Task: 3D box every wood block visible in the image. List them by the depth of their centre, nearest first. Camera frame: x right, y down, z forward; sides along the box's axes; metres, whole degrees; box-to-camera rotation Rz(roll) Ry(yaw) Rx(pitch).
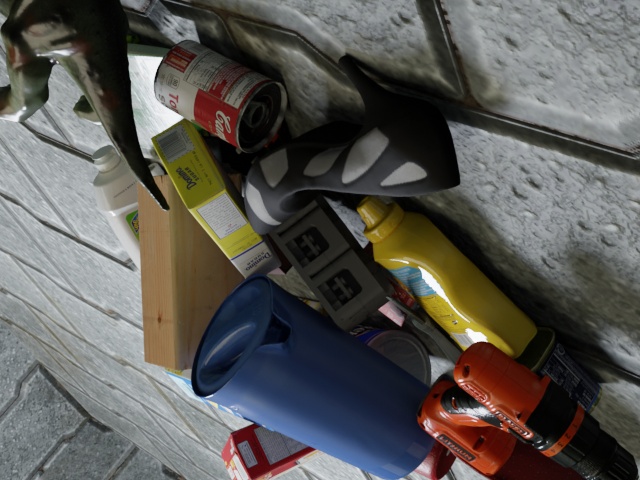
[{"bbox_3d":[-0.141,0.031,1.171,0.091,0.090,0.206,2,94,58],"label":"wood block"}]

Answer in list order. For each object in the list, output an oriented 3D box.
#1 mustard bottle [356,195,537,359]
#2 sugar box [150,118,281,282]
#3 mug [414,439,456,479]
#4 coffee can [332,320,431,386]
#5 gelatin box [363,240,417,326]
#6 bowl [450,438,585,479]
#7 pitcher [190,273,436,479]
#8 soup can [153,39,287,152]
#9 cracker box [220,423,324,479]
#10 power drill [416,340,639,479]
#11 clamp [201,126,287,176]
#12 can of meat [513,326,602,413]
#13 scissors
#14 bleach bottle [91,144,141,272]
[{"bbox_3d":[0.104,0.031,0.967,0.191,0.058,0.096,44,166,-13],"label":"mustard bottle"},{"bbox_3d":[-0.097,-0.034,1.027,0.093,0.048,0.176,60,178,30],"label":"sugar box"},{"bbox_3d":[0.132,0.248,1.344,0.082,0.093,0.117,22,-175,27],"label":"mug"},{"bbox_3d":[0.047,0.150,1.245,0.102,0.102,0.141,48,158,-23],"label":"coffee can"},{"bbox_3d":[0.067,0.046,1.099,0.073,0.030,0.089,36,159,9],"label":"gelatin box"},{"bbox_3d":[0.217,0.223,1.125,0.162,0.055,0.162,23,-173,-3],"label":"bowl"},{"bbox_3d":[-0.004,0.147,1.079,0.242,0.145,0.149,33,-162,-24],"label":"pitcher"},{"bbox_3d":[-0.090,-0.130,0.950,0.102,0.068,0.068,30,158,24],"label":"soup can"},{"bbox_3d":[-0.019,0.251,1.406,0.072,0.213,0.164,63,164,13],"label":"cracker box"},{"bbox_3d":[0.179,0.171,0.978,0.184,0.057,0.188,39,157,-2],"label":"power drill"},{"bbox_3d":[-0.081,-0.088,1.056,0.120,0.039,0.172,26,159,-2],"label":"clamp"},{"bbox_3d":[0.202,0.128,1.009,0.084,0.057,0.102,45,158,-20],"label":"can of meat"},{"bbox_3d":[0.111,0.092,1.017,0.096,0.016,0.201,50,-173,12],"label":"scissors"},{"bbox_3d":[-0.207,-0.019,1.354,0.068,0.102,0.250,22,148,51],"label":"bleach bottle"}]
